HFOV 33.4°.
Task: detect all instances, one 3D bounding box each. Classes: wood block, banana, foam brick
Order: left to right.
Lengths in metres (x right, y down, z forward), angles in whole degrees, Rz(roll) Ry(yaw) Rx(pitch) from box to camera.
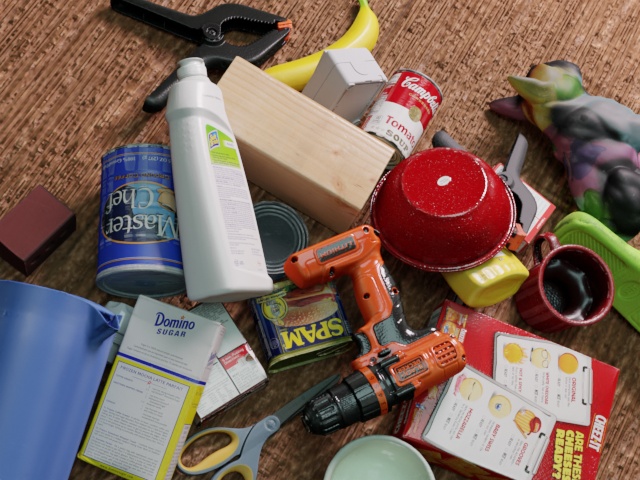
[{"bbox_3d":[-0.304,-0.010,1.130,0.051,0.053,0.078,40,68,3],"label":"foam brick"},{"bbox_3d":[-0.033,-0.105,1.204,0.206,0.091,0.090,30,67,0],"label":"wood block"},{"bbox_3d":[0.008,-0.224,1.288,0.070,0.037,0.197,35,62,30],"label":"banana"}]

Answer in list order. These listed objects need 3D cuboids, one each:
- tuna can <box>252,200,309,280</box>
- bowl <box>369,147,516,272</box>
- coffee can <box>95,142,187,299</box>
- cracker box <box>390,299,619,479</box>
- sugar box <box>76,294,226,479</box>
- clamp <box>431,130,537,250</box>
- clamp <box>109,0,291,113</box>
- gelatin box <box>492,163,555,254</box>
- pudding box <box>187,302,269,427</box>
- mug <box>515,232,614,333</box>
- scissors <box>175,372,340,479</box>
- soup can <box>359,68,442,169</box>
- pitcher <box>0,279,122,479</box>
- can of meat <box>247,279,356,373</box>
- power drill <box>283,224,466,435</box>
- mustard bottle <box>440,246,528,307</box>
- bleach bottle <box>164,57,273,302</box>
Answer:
[{"bbox_3d":[-0.058,0.001,1.191,0.086,0.034,0.086,4,70,-11],"label":"tuna can"},{"bbox_3d":[0.133,-0.047,1.156,0.162,0.055,0.162,-2,56,3],"label":"bowl"},{"bbox_3d":[-0.184,-0.019,1.133,0.102,0.103,0.140,2,70,-12],"label":"coffee can"},{"bbox_3d":[0.200,0.182,1.164,0.213,0.072,0.164,22,68,-5],"label":"cracker box"},{"bbox_3d":[-0.168,0.153,1.077,0.093,0.048,0.176,20,80,8],"label":"sugar box"},{"bbox_3d":[0.192,-0.065,1.223,0.120,0.039,0.171,3,48,-7],"label":"clamp"},{"bbox_3d":[-0.138,-0.242,1.259,0.209,0.036,0.164,-19,69,-21],"label":"clamp"},{"bbox_3d":[0.222,-0.039,1.262,0.089,0.030,0.073,39,55,5],"label":"gelatin box"},{"bbox_3d":[-0.120,0.127,1.131,0.090,0.039,0.113,-30,77,-18],"label":"pudding box"},{"bbox_3d":[0.270,0.048,1.218,0.093,0.082,0.117,-17,79,-18],"label":"mug"},{"bbox_3d":[-0.053,0.216,1.126,0.201,0.016,0.096,-17,77,-18],"label":"scissors"},{"bbox_3d":[0.091,-0.142,1.257,0.068,0.069,0.102,32,68,0],"label":"soup can"},{"bbox_3d":[-0.294,0.165,1.031,0.145,0.149,0.243,17,76,-14],"label":"pitcher"},{"bbox_3d":[-0.021,0.088,1.157,0.102,0.057,0.084,-14,72,-17],"label":"can of meat"},{"bbox_3d":[0.034,0.091,1.105,0.184,0.057,0.188,-23,75,-17],"label":"power drill"},{"bbox_3d":[0.143,-0.011,1.210,0.096,0.058,0.192,-12,52,-42],"label":"mustard bottle"},{"bbox_3d":[-0.112,-0.064,1.107,0.068,0.102,0.251,-13,81,23],"label":"bleach bottle"}]
